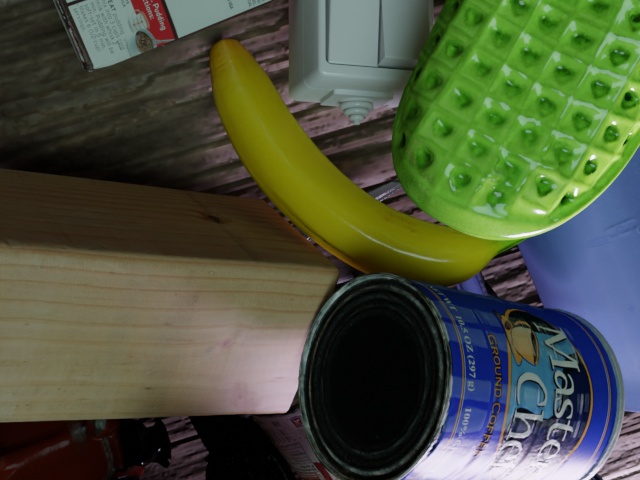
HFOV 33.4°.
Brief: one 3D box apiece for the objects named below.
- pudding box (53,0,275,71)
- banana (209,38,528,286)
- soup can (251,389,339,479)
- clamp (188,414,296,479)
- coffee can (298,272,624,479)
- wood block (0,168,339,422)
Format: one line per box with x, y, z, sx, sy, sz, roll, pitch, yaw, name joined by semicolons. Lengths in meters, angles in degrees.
-0.081;-0.144;0.520;0.113;0.039;0.090;-25;121;-10;pudding box
0.012;-0.029;0.566;0.198;0.037;0.069;33;68;-2;banana
0.004;0.115;0.669;0.068;0.068;0.102;-32;121;2;soup can
-0.054;0.128;0.650;0.039;0.120;0.171;-12;155;14;clamp
0.074;0.077;0.550;0.140;0.103;0.103;13;114;-40;coffee can
-0.106;0.026;0.523;0.205;0.091;0.090;5;114;-37;wood block
